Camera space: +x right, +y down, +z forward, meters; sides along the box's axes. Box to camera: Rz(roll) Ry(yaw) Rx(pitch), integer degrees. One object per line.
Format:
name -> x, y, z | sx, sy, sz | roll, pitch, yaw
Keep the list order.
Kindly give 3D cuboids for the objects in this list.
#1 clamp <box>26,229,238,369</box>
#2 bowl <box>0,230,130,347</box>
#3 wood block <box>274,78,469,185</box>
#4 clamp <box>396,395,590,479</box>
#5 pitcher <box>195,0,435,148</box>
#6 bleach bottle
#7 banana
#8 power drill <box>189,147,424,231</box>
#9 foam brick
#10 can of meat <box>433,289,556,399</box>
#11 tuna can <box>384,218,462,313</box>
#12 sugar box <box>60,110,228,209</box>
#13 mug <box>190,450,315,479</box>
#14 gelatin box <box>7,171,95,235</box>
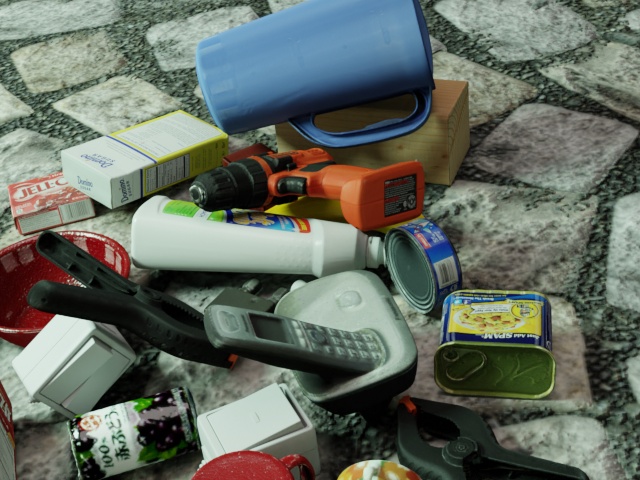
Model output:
clamp -> -0.166, 0.056, 0.952 | 0.209, 0.036, 0.165 | 25, 11, -25
bowl -> -0.261, 0.057, 1.043 | 0.162, 0.055, 0.162 | -5, 36, 3
wood block -> 0.059, -0.133, 1.224 | 0.206, 0.090, 0.090 | 8, 37, 20
clamp -> 0.107, 0.180, 0.825 | 0.120, 0.039, 0.172 | -26, 33, -31
pitcher -> -0.002, -0.184, 1.136 | 0.243, 0.145, 0.149 | -15, 42, 9
bleach bottle -> -0.057, 0.001, 1.076 | 0.251, 0.068, 0.102 | 4, 14, 7
banana -> 0.033, -0.023, 1.120 | 0.198, 0.037, 0.069 | 10, 37, 22
power drill -> -0.008, -0.052, 1.038 | 0.188, 0.057, 0.184 | 13, 22, 42
foam brick -> -0.064, -0.065, 1.182 | 0.051, 0.053, 0.078 | -28, 41, -26
can of meat -> 0.153, 0.088, 0.931 | 0.102, 0.057, 0.084 | 2, 34, 11
tuna can -> 0.097, 0.023, 1.004 | 0.033, 0.086, 0.086 | -21, 38, -21
sugar box -> -0.199, -0.096, 1.230 | 0.093, 0.048, 0.175 | 28, 41, 35
mug -> -0.045, 0.202, 0.782 | 0.093, 0.081, 0.117 | 26, 47, 37
gelatin box -> -0.307, -0.046, 1.216 | 0.089, 0.030, 0.073 | -15, 36, -12
